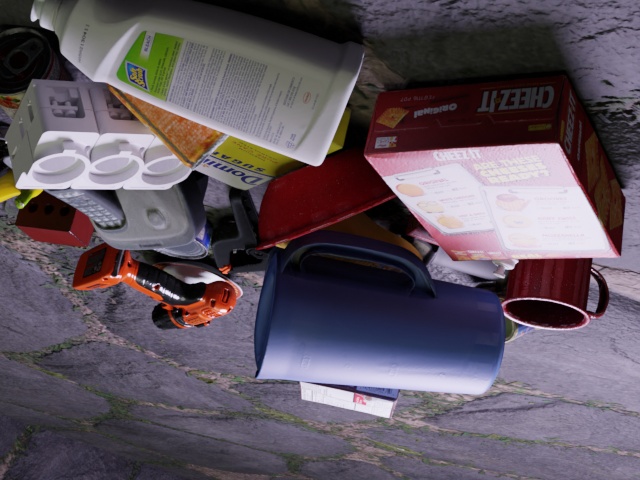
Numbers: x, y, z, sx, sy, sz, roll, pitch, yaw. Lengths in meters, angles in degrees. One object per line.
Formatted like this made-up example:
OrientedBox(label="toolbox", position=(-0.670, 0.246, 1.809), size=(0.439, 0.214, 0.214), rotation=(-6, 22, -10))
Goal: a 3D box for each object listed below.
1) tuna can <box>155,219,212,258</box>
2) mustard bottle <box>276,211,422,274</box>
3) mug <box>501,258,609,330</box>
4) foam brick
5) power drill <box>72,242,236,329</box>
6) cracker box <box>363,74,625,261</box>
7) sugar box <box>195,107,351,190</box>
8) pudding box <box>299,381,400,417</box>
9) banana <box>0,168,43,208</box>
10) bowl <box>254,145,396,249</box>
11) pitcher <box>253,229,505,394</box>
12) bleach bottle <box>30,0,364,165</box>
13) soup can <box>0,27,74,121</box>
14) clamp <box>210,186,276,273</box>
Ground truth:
OrientedBox(label="tuna can", position=(-0.173, -0.010, 1.280), size=(0.086, 0.033, 0.086), rotation=(11, 159, 4))
OrientedBox(label="mustard bottle", position=(0.052, 0.024, 1.141), size=(0.191, 0.058, 0.096), rotation=(36, 131, -20))
OrientedBox(label="mug", position=(0.247, 0.043, 1.103), size=(0.117, 0.081, 0.093), rotation=(17, 159, -12))
OrientedBox(label="foam brick", position=(-0.318, -0.028, 1.292), size=(0.078, 0.053, 0.051), rotation=(6, 158, 17))
OrientedBox(label="power drill", position=(-0.229, 0.065, 1.418), size=(0.187, 0.057, 0.185), rotation=(24, 153, -31))
OrientedBox(label="cracker box", position=(0.158, -0.055, 0.921), size=(0.164, 0.072, 0.213), rotation=(-2, 154, 29))
OrientedBox(label="sugar box", position=(-0.061, -0.096, 0.976), size=(0.093, 0.048, 0.177), rotation=(24, 155, -27))
OrientedBox(label="pudding box", position=(0.033, 0.163, 1.202), size=(0.113, 0.039, 0.090), rotation=(13, 160, 5))
OrientedBox(label="banana", position=(-0.359, -0.062, 1.216), size=(0.198, 0.069, 0.037), rotation=(-4, 118, 54))
OrientedBox(label="bowl", position=(0.004, -0.046, 0.990), size=(0.162, 0.055, 0.162), rotation=(-22, -177, 1))
OrientedBox(label="pitcher", position=(0.058, 0.079, 1.066), size=(0.242, 0.145, 0.149), rotation=(8, 171, -8))
OrientedBox(label="bleach bottle", position=(-0.100, -0.147, 0.831), size=(0.250, 0.068, 0.103), rotation=(21, 121, -4))
OrientedBox(label="soup can", position=(-0.256, -0.135, 0.959), size=(0.068, 0.068, 0.102), rotation=(8, 159, 12))
OrientedBox(label="clamp", position=(-0.058, 0.002, 1.239), size=(0.164, 0.036, 0.210), rotation=(20, 154, -17))
